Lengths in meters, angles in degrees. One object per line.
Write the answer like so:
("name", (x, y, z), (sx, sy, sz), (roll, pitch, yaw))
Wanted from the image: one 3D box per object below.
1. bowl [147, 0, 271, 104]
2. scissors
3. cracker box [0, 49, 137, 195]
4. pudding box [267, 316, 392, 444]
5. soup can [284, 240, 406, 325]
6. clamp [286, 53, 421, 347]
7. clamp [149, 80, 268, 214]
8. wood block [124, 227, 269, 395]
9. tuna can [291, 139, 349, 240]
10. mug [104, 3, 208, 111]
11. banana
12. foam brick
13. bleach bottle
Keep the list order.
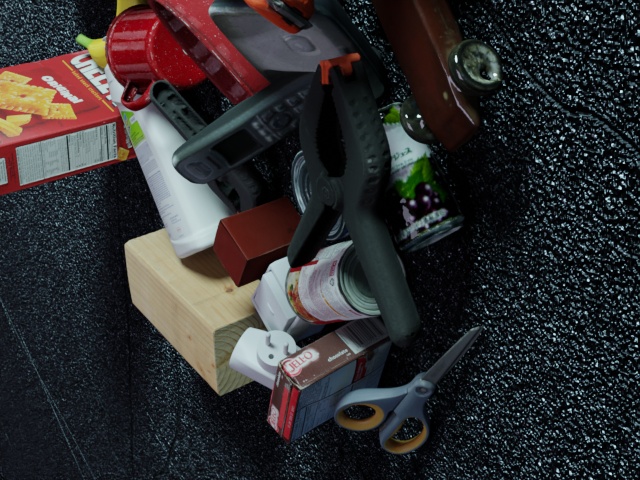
("bowl", (-0.078, -0.170, 0.935), (0.162, 0.055, 0.162), (46, 176, 3))
("scissors", (0.068, 0.123, 0.910), (0.202, 0.096, 0.016), (101, -178, -48))
("cracker box", (-0.310, -0.145, 1.234), (0.164, 0.213, 0.072), (43, 141, 39))
("pudding box", (0.008, 0.124, 0.964), (0.039, 0.113, 0.090), (48, 146, 28))
("soup can", (0.021, 0.037, 0.932), (0.102, 0.068, 0.068), (-16, 94, 61))
("clamp", (0.025, -0.031, 0.791), (0.165, 0.036, 0.210), (40, 139, 44))
("clamp", (-0.103, -0.085, 1.038), (0.120, 0.039, 0.171), (34, 154, 33))
("wood block", (-0.130, 0.069, 1.195), (0.206, 0.090, 0.090), (38, 139, 45))
("tuna can", (0.010, -0.044, 0.930), (0.086, 0.033, 0.086), (40, 141, 43))
("mug", (-0.161, -0.181, 1.062), (0.093, 0.117, 0.082), (38, 164, -34))
("banana", (-0.225, -0.238, 1.190), (0.069, 0.037, 0.198), (40, 149, -12))
("foam brick", (-0.057, 0.001, 1.033), (0.053, 0.078, 0.051), (56, 148, 22))
("bleach bottle", (-0.168, -0.109, 1.148), (0.103, 0.068, 0.251), (-19, 96, 63))
